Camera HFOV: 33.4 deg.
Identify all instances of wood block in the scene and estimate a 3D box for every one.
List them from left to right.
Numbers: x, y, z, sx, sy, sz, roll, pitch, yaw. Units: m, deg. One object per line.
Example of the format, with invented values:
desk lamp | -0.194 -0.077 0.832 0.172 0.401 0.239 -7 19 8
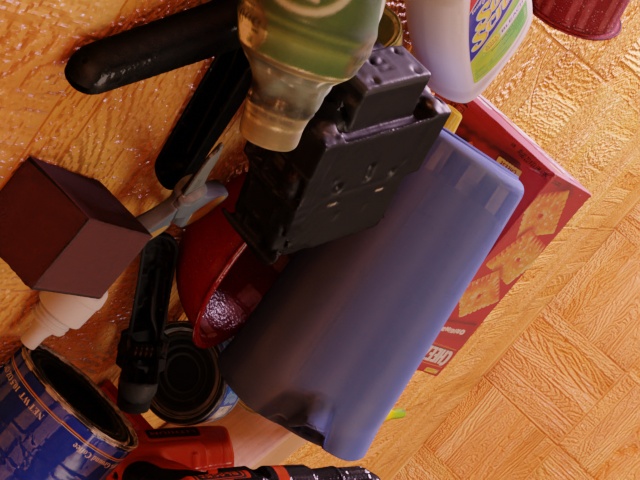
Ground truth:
wood block | -0.080 0.200 1.120 0.205 0.090 0.091 -35 159 -34

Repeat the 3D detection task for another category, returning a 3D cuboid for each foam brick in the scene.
foam brick | -0.141 -0.005 0.592 0.051 0.053 0.078 -48 162 6

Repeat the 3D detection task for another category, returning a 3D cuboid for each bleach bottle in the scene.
bleach bottle | 0.093 -0.174 0.714 0.102 0.068 0.250 -51 165 2

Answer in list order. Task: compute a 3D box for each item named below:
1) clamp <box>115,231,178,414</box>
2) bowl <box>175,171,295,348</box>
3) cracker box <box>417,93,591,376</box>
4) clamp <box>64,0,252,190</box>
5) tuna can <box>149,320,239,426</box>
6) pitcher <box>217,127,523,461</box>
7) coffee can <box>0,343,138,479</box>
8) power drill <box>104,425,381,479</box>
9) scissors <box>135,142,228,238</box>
clamp | -0.128 0.085 0.762 0.172 0.039 0.120 108 -6 -54
bowl | -0.055 0.001 0.784 0.162 0.055 0.162 -47 165 -17
cracker box | 0.108 -0.014 0.951 0.072 0.164 0.214 22 113 -45
clamp | -0.038 -0.116 0.610 0.210 0.036 0.164 -39 163 -10
tuna can | -0.105 0.107 0.864 0.086 0.086 0.033 -50 160 12
pitcher | 0.039 0.027 0.796 0.243 0.149 0.144 -56 146 9
coffee can | -0.205 0.151 0.701 0.140 0.103 0.102 -46 162 -2
power drill | -0.069 0.173 0.758 0.184 0.057 0.188 1 179 -24
scissors | -0.094 -0.019 0.631 0.096 0.016 0.202 -30 178 -3
